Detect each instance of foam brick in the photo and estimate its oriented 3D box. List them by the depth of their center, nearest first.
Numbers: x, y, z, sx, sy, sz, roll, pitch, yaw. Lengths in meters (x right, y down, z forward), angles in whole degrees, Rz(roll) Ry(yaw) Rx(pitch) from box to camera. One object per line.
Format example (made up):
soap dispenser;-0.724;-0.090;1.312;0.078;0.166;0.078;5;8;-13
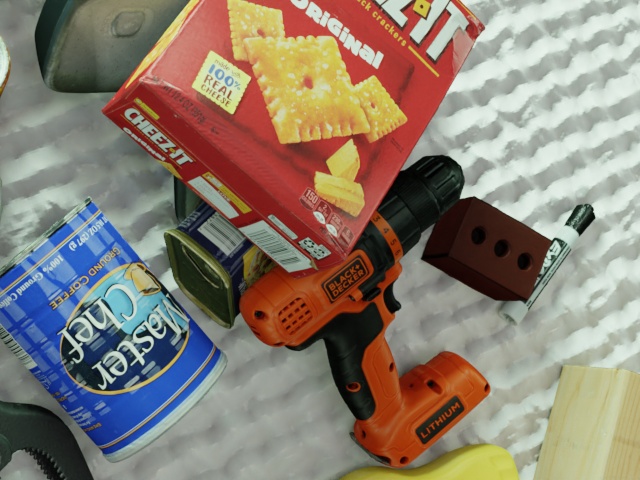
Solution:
foam brick;0.128;0.008;0.823;0.078;0.051;0.053;27;78;-17

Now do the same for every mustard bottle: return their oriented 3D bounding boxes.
mustard bottle;0.055;0.211;0.778;0.191;0.058;0.096;-6;93;-20

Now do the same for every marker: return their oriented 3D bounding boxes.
marker;0.185;0.017;0.860;0.020;0.020;0.121;43;74;-13

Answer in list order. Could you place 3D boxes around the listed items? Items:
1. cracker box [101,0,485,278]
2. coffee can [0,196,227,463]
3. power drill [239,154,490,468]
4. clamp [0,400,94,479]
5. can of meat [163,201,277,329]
cracker box;-0.008;-0.110;0.674;0.164;0.072;0.213;42;62;-18
coffee can;-0.143;0.057;0.691;0.102;0.103;0.140;-42;100;-18
power drill;0.052;0.053;0.753;0.184;0.057;0.187;-37;120;-13
clamp;-0.213;0.124;0.665;0.209;0.036;0.164;34;66;-37
can of meat;-0.055;0.001;0.730;0.057;0.102;0.083;39;69;16
